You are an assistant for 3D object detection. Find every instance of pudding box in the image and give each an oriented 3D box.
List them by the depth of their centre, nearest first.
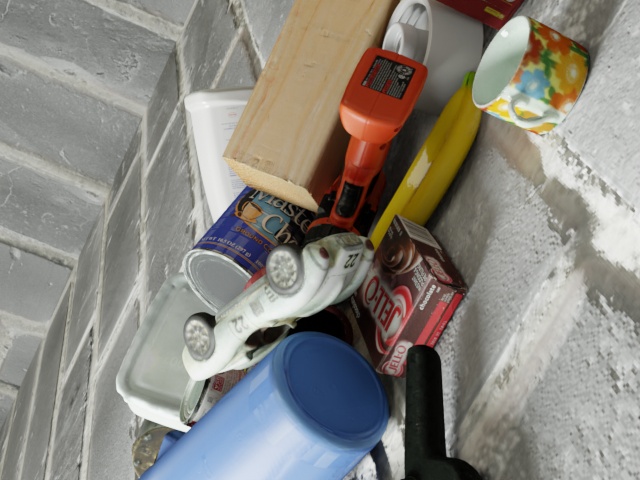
[{"bbox_3d":[0.066,0.044,0.844,0.090,0.039,0.113,-62,19,19],"label":"pudding box"}]

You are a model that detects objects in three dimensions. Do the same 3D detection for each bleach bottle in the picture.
[{"bbox_3d":[-0.084,-0.041,1.177,0.068,0.102,0.251,180,83,-67],"label":"bleach bottle"}]

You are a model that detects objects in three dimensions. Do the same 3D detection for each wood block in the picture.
[{"bbox_3d":[-0.002,-0.142,1.011,0.206,0.090,0.090,-66,-17,-9],"label":"wood block"}]

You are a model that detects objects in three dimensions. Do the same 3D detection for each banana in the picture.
[{"bbox_3d":[0.089,-0.048,0.900,0.198,0.037,0.069,-61,-5,15],"label":"banana"}]

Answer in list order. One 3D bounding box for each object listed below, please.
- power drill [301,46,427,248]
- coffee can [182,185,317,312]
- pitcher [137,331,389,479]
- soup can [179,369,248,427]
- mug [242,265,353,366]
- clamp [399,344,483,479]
[{"bbox_3d":[0.028,-0.053,0.901,0.184,0.057,0.188,-67,-3,-45],"label":"power drill"},{"bbox_3d":[-0.057,0.001,1.073,0.140,0.103,0.103,-52,7,-34],"label":"coffee can"},{"bbox_3d":[-0.046,0.192,0.881,0.243,0.149,0.145,-49,10,37],"label":"pitcher"},{"bbox_3d":[-0.074,0.159,1.011,0.069,0.102,0.068,-56,20,32],"label":"soup can"},{"bbox_3d":[-0.026,0.081,0.976,0.081,0.093,0.117,-115,25,-54],"label":"mug"},{"bbox_3d":[0.068,0.164,0.702,0.164,0.036,0.210,-68,20,3],"label":"clamp"}]
